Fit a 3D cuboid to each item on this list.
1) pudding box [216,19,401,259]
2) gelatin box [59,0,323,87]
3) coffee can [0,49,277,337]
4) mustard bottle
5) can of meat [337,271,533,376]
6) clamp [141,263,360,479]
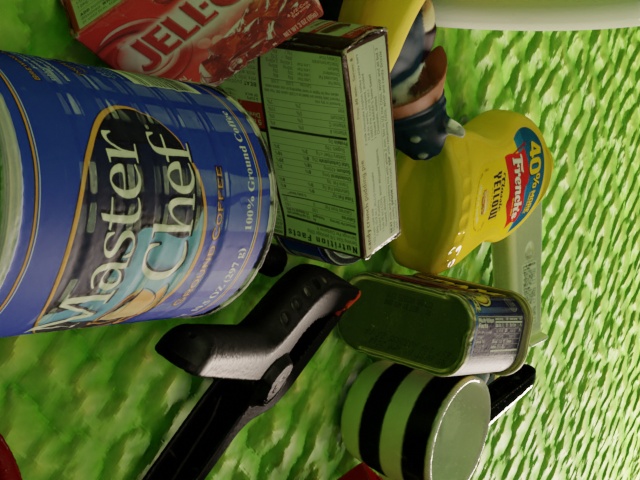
[{"bbox_3d":[-0.008,-0.053,0.534,0.039,0.090,0.113,-39,132,-43],"label":"pudding box"},{"bbox_3d":[-0.054,-0.100,0.458,0.089,0.030,0.073,-32,148,12],"label":"gelatin box"},{"bbox_3d":[-0.098,-0.017,0.400,0.140,0.103,0.103,-1,103,-57],"label":"coffee can"},{"bbox_3d":[0.118,-0.043,0.762,0.191,0.058,0.096,-21,121,-53],"label":"mustard bottle"},{"bbox_3d":[0.073,0.053,0.692,0.083,0.102,0.057,5,96,-55],"label":"can of meat"},{"bbox_3d":[-0.042,0.077,0.565,0.209,0.036,0.165,-35,154,-57],"label":"clamp"}]
